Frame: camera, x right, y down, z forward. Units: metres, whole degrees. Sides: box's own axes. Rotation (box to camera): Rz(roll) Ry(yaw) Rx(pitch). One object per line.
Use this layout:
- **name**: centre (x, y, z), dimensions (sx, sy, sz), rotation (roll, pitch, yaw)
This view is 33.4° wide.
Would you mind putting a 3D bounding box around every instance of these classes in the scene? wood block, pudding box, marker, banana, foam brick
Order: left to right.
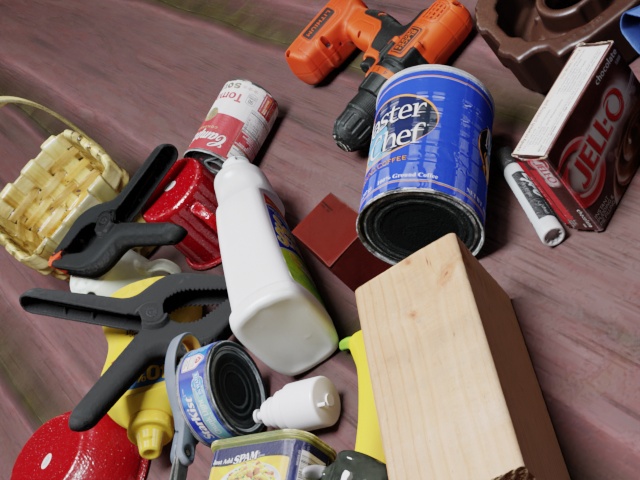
- **foam brick**: centre (0.022, 0.003, 0.931), dimensions (0.053, 0.051, 0.078), rotation (-46, 36, -1)
- **banana**: centre (0.041, 0.133, 0.799), dimensions (0.197, 0.037, 0.070), rotation (-89, 16, -47)
- **wood block**: centre (0.094, 0.107, 0.723), dimensions (0.090, 0.090, 0.206), rotation (-32, 38, 19)
- **marker**: centre (0.165, -0.039, 0.855), dimensions (0.020, 0.020, 0.121), rotation (-36, 37, 14)
- **pudding box**: centre (0.201, -0.077, 0.797), dimensions (0.039, 0.090, 0.113), rotation (9, 61, 49)

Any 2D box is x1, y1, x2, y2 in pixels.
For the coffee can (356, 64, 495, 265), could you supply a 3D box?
- **coffee can**: centre (0.089, -0.061, 0.882), dimensions (0.103, 0.102, 0.140), rotation (-18, 44, 33)

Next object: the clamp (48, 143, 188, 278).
- **clamp**: centre (-0.197, -0.023, 1.051), dimensions (0.172, 0.039, 0.120), rotation (-22, 46, 26)

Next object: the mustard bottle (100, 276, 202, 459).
- **mustard bottle**: centre (-0.157, 0.120, 0.988), dimensions (0.096, 0.058, 0.191), rotation (-14, 43, 5)

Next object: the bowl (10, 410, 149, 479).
- **bowl**: centre (-0.234, 0.213, 0.982), dimensions (0.162, 0.055, 0.162), rotation (-27, 40, 25)

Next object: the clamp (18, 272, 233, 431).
- **clamp**: centre (-0.151, 0.085, 0.951), dimensions (0.209, 0.036, 0.165), rotation (-12, 47, -16)

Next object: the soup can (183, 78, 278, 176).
- **soup can**: centre (-0.095, -0.115, 1.150), dimensions (0.069, 0.068, 0.102), rotation (-1, 54, 45)

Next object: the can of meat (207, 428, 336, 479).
- **can of meat**: centre (-0.043, 0.196, 0.806), dimensions (0.102, 0.057, 0.084), rotation (-16, 47, 35)

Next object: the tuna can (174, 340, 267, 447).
- **tuna can**: centre (-0.081, 0.127, 0.885), dimensions (0.034, 0.086, 0.086), rotation (-22, 42, 26)

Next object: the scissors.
- **scissors**: centre (-0.100, 0.173, 0.874), dimensions (0.016, 0.096, 0.202), rotation (-21, 56, 26)

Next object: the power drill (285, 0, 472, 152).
- **power drill**: centre (0.043, -0.179, 1.084), dimensions (0.184, 0.057, 0.188), rotation (-48, 38, -9)

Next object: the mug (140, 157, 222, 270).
- **mug**: centre (-0.123, -0.026, 1.079), dimensions (0.093, 0.081, 0.117), rotation (-49, 36, -5)

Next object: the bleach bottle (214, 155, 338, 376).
- **bleach bottle**: centre (-0.056, 0.001, 0.959), dimensions (0.068, 0.102, 0.251), rotation (-32, 42, 10)
